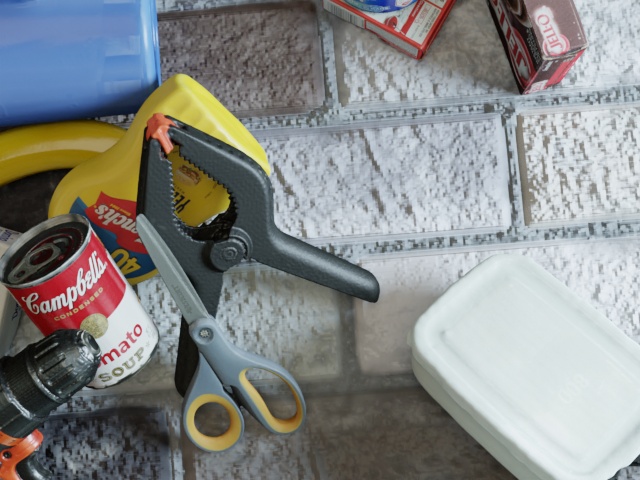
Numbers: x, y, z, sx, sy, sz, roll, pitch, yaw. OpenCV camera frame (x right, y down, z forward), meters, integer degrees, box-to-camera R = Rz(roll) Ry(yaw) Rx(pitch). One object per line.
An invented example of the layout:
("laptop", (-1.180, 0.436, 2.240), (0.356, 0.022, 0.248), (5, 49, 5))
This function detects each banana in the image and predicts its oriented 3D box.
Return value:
("banana", (-0.207, -0.054, 0.789), (0.198, 0.037, 0.069), (-5, 82, 1))

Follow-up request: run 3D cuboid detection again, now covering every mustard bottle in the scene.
("mustard bottle", (-0.134, -0.023, 0.757), (0.192, 0.058, 0.096), (-40, 121, 12))

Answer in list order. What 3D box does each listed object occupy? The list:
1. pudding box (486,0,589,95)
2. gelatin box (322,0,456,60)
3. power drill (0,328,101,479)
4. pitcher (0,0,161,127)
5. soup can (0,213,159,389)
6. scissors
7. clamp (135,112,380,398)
("pudding box", (0.149, -0.171, 0.769), (0.039, 0.090, 0.113), (-16, 82, -3))
("gelatin box", (0.057, -0.189, 0.804), (0.089, 0.030, 0.073), (29, 83, 5))
("power drill", (-0.178, 0.164, 0.705), (0.184, 0.057, 0.187), (-33, 107, 13))
("pitcher", (-0.236, -0.144, 0.741), (0.242, 0.149, 0.145), (-4, 106, -6))
("soup can", (-0.160, 0.042, 0.713), (0.068, 0.068, 0.102), (-29, 125, -3))
("scissors", (-0.090, 0.077, 0.732), (0.096, 0.016, 0.201), (-37, 116, 12))
("clamp", (-0.055, 0.001, 0.732), (0.164, 0.036, 0.210), (-23, 120, -7))
